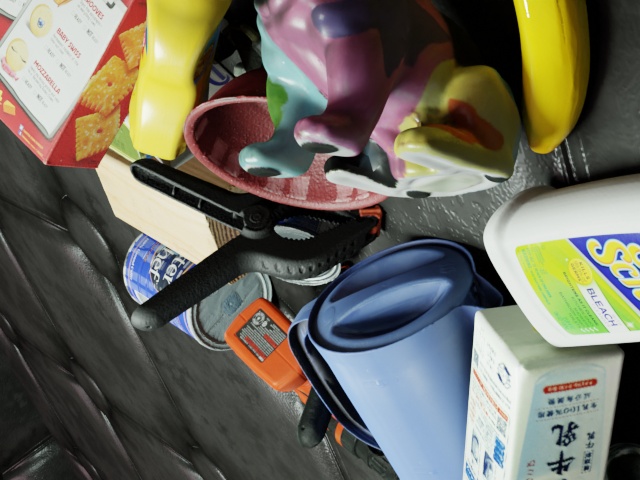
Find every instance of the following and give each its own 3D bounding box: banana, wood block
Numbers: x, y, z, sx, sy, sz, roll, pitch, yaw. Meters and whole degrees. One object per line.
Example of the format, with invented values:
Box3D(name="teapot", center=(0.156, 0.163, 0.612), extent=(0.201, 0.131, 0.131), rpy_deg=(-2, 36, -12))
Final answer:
Box3D(name="banana", center=(0.115, -0.129, 0.572), extent=(0.070, 0.037, 0.198), rpy_deg=(-129, 17, -63))
Box3D(name="wood block", center=(-0.123, -0.048, 1.022), extent=(0.206, 0.090, 0.090), rpy_deg=(27, 143, 45))

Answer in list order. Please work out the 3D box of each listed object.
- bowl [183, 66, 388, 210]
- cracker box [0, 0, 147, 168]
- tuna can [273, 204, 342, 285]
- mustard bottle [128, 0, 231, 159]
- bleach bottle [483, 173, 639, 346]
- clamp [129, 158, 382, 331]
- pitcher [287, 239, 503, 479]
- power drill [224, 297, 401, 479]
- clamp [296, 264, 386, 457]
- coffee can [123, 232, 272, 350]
Box3D(name="bowl", center=(-0.016, -0.082, 0.783), extent=(0.162, 0.055, 0.162), rpy_deg=(13, 157, 5))
Box3D(name="cracker box", center=(-0.199, -0.191, 0.862), extent=(0.164, 0.072, 0.214), rpy_deg=(42, 110, 24))
Box3D(name="tuna can", center=(-0.019, 0.001, 0.926), extent=(0.086, 0.033, 0.086), rpy_deg=(13, 147, 9))
Box3D(name="mustard bottle", center=(-0.098, -0.146, 0.755), extent=(0.058, 0.096, 0.192), rpy_deg=(17, 148, -5))
Box3D(name="bleach bottle", center=(0.197, 0.000, 0.559), extent=(0.102, 0.068, 0.251), rpy_deg=(57, 153, -8))
Box3D(name="clamp", center=(-0.056, 0.001, 0.851), extent=(0.036, 0.210, 0.164), rpy_deg=(91, 180, -54))
Box3D(name="pitcher", center=(0.088, 0.130, 0.834), extent=(0.242, 0.145, 0.149), rpy_deg=(63, 172, -25))
Box3D(name="power drill", center=(-0.001, 0.145, 1.024), extent=(0.185, 0.057, 0.187), rpy_deg=(37, 171, 42))
Box3D(name="clamp", center=(0.026, 0.111, 0.941), extent=(0.039, 0.171, 0.120), rpy_deg=(-10, 152, 31))
Box3D(name="coffee can", center=(-0.133, 0.046, 1.147), extent=(0.141, 0.102, 0.103), rpy_deg=(24, 142, 48))
